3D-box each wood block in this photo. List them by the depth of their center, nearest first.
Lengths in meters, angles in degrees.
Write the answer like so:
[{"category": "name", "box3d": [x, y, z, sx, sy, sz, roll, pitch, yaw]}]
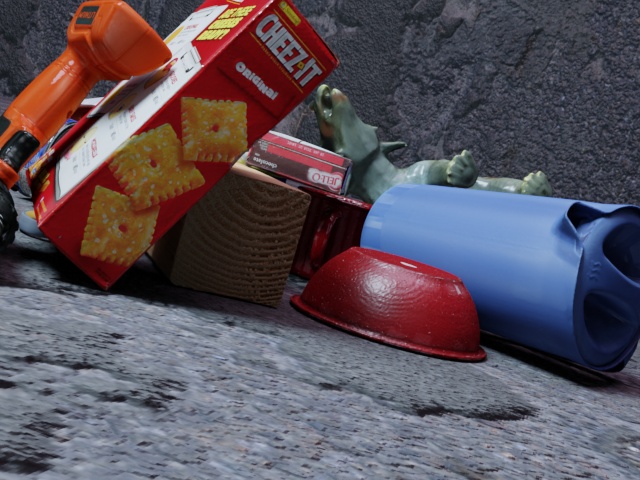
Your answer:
[{"category": "wood block", "box3d": [-0.089, -0.019, 0.874, 0.090, 0.091, 0.206, 14, 6, -20]}]

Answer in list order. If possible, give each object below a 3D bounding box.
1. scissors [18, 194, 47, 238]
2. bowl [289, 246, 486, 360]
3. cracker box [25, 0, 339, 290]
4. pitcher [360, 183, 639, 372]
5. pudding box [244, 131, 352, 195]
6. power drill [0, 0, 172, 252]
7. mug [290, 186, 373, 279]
[{"category": "scissors", "box3d": [-0.232, -0.022, 0.889, 0.096, 0.016, 0.202, 10, 7, -45]}, {"category": "bowl", "box3d": [0.060, 0.044, 0.844, 0.162, 0.055, 0.162, 16, 5, -2]}, {"category": "cracker box", "box3d": [-0.103, -0.080, 0.745, 0.072, 0.213, 0.164, 47, -2, -23]}, {"category": "pitcher", "box3d": [0.158, 0.027, 0.922, 0.144, 0.149, 0.243, 0, 10, -45]}, {"category": "pudding box", "box3d": [-0.017, -0.071, 0.987, 0.090, 0.039, 0.113, 20, 5, 2]}, {"category": "power drill", "box3d": [-0.183, -0.074, 0.694, 0.057, 0.187, 0.185, 48, -11, -27]}, {"category": "mug", "box3d": [0.010, -0.001, 1.024, 0.093, 0.081, 0.117, 16, 5, 7]}]
